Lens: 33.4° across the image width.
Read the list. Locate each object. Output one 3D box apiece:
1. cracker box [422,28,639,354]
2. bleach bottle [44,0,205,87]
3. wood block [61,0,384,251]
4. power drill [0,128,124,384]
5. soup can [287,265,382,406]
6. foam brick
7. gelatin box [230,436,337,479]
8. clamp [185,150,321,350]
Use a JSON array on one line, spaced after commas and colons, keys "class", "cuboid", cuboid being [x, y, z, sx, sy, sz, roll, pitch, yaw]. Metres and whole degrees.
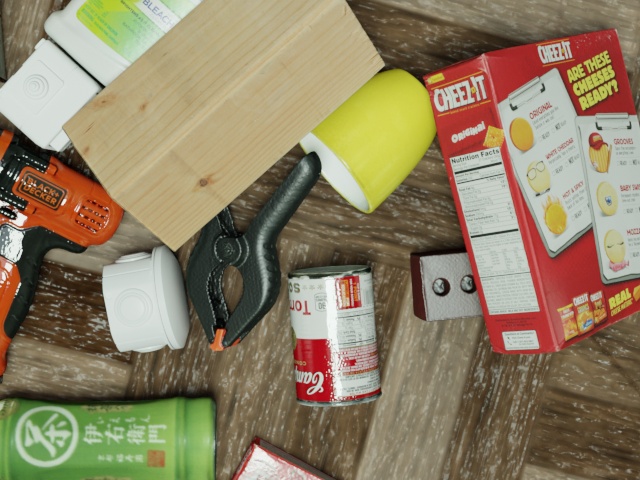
[{"class": "cracker box", "cuboid": [0.175, -0.039, 0.801, 0.163, 0.072, 0.214, -17, 94, -40]}, {"class": "bleach bottle", "cuboid": [-0.088, -0.222, 0.790, 0.102, 0.068, 0.251, 41, 101, 0]}, {"class": "wood block", "cuboid": [-0.069, -0.104, 0.769, 0.206, 0.090, 0.090, -41, 54, 1]}, {"class": "power drill", "cuboid": [-0.266, 0.006, 0.805, 0.184, 0.057, 0.188, 28, 93, -18]}, {"class": "soup can", "cuboid": [0.011, 0.073, 0.834, 0.068, 0.068, 0.102, -5, 93, -3]}, {"class": "foam brick", "cuboid": [0.113, 0.033, 0.846, 0.078, 0.051, 0.053, -6, 93, -3]}, {"class": "gelatin box", "cuboid": [-0.032, 0.211, 0.857, 0.089, 0.030, 0.073, 29, 91, -5]}, {"class": "clamp", "cuboid": [-0.055, 0.001, 0.827, 0.120, 0.039, 0.171, 2, 97, 29]}]
